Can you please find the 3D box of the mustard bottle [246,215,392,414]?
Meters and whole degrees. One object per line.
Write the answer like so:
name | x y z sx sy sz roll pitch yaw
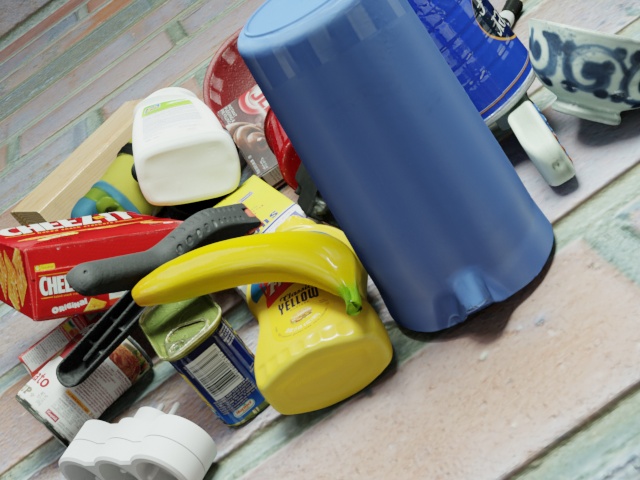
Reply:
mustard bottle | -0.009 0.040 0.809 0.096 0.058 0.191 -29 34 11

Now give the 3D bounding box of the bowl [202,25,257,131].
bowl | -0.049 -0.175 1.201 0.162 0.055 0.162 -10 61 19

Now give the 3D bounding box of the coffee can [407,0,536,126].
coffee can | 0.092 -0.163 0.855 0.103 0.140 0.103 -38 20 16

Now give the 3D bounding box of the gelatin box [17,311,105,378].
gelatin box | -0.236 0.097 1.007 0.073 0.030 0.089 -38 -5 0

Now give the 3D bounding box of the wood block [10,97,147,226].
wood block | -0.257 -0.072 1.287 0.090 0.090 0.205 2 45 53

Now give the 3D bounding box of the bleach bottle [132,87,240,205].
bleach bottle | -0.147 -0.115 1.127 0.102 0.068 0.251 -12 25 -5

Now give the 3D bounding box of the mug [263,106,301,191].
mug | 0.008 -0.093 1.017 0.117 0.093 0.081 -1 31 -10

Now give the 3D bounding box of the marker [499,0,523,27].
marker | 0.175 -0.204 1.059 0.020 0.020 0.121 -10 37 43

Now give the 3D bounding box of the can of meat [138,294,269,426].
can of meat | -0.086 0.087 0.821 0.057 0.084 0.102 -40 26 -7

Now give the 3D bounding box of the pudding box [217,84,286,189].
pudding box | -0.044 -0.117 1.111 0.090 0.039 0.113 -35 56 4

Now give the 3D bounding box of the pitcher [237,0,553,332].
pitcher | 0.048 -0.070 0.735 0.149 0.242 0.144 1 43 50

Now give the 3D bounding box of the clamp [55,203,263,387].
clamp | -0.134 0.034 0.878 0.209 0.036 0.165 -33 -18 -40

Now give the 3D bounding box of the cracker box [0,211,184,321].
cracker box | -0.216 0.018 1.004 0.164 0.072 0.214 -9 8 -26

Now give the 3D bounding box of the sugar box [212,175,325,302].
sugar box | -0.056 0.001 0.972 0.093 0.048 0.176 -40 25 -8

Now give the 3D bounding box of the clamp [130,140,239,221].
clamp | -0.119 -0.056 1.127 0.120 0.039 0.172 -26 42 -15

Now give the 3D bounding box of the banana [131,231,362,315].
banana | -0.047 0.021 0.766 0.198 0.037 0.069 -2 29 33

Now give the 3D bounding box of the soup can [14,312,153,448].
soup can | -0.205 0.122 0.928 0.102 0.068 0.069 -46 27 -18
